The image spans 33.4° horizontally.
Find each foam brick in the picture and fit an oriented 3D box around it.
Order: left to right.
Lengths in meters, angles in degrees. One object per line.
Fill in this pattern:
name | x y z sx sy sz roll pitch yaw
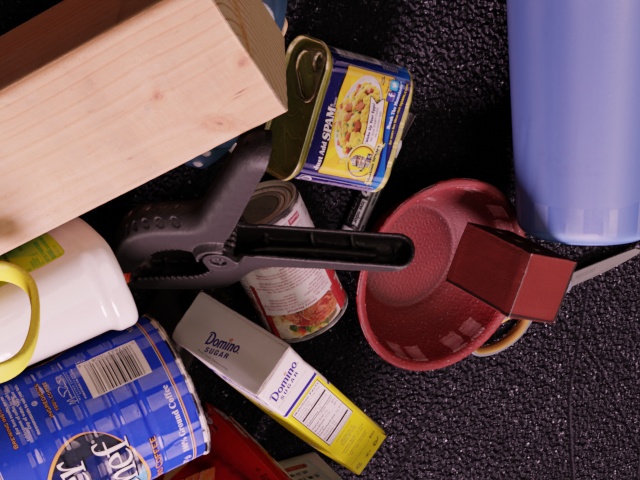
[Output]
foam brick | 0.145 0.024 0.814 0.052 0.078 0.051 9 103 -35

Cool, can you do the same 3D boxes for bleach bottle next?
bleach bottle | -0.246 0.069 0.657 0.250 0.103 0.068 -27 116 -20

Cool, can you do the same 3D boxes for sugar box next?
sugar box | -0.027 0.107 0.775 0.048 0.093 0.176 -56 143 -8

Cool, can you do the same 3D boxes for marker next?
marker | 0.044 -0.051 0.830 0.020 0.020 0.121 18 99 -34

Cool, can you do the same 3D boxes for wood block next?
wood block | -0.131 -0.085 0.617 0.206 0.091 0.090 -25 125 15

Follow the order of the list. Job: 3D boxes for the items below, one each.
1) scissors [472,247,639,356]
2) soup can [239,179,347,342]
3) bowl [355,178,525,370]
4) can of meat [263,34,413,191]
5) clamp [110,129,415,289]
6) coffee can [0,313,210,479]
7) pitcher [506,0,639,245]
scissors | 0.203 0.028 0.955 0.201 0.016 0.096 -34 122 -15
soup can | -0.029 0.015 0.784 0.068 0.069 0.102 -34 121 -15
bowl | 0.086 0.021 0.860 0.161 0.055 0.162 -11 114 -26
can of meat | 0.013 -0.089 0.775 0.083 0.058 0.102 8 105 -34
clamp | -0.055 0.001 0.697 0.164 0.210 0.036 30 54 -39
coffee can | -0.156 0.121 0.687 0.140 0.103 0.103 -23 119 -21
pitcher | 0.208 -0.126 0.813 0.149 0.145 0.243 -7 103 -22
